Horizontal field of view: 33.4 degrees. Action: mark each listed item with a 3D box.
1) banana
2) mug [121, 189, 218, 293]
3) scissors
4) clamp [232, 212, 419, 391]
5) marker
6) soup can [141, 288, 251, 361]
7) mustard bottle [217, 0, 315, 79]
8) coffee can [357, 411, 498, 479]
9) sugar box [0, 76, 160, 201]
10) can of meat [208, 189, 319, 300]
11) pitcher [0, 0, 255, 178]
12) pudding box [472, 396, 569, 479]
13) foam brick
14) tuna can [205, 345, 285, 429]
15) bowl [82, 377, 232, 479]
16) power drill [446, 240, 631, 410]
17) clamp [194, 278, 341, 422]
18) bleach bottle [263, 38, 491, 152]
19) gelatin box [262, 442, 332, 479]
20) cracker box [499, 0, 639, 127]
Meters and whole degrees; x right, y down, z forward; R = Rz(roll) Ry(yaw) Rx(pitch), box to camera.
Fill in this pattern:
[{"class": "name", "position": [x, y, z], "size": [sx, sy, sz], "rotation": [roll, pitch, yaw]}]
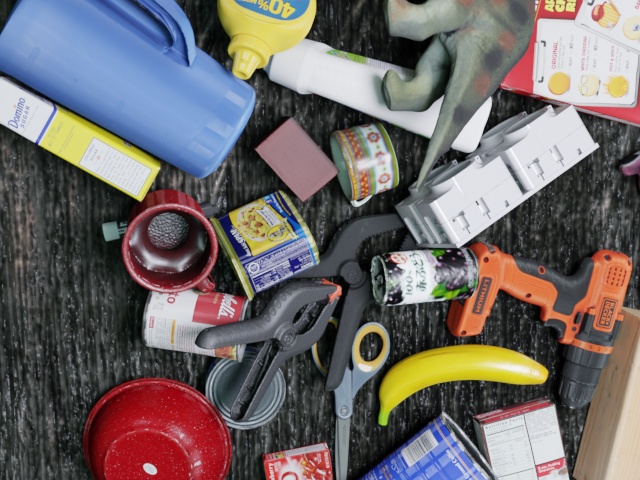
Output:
[{"class": "banana", "position": [0.142, 0.145, 1.155], "size": [0.198, 0.037, 0.069], "rotation": [-18, 118, 21]}, {"class": "mug", "position": [-0.146, 0.005, 1.078], "size": [0.093, 0.081, 0.117], "rotation": [-39, 111, 4]}, {"class": "scissors", "position": [0.043, 0.175, 1.181], "size": [0.096, 0.016, 0.202], "rotation": [-15, 100, -5]}, {"class": "clamp", "position": [0.034, 0.048, 1.145], "size": [0.210, 0.036, 0.164], "rotation": [-33, 90, -7]}, {"class": "marker", "position": [-0.168, -0.021, 1.121], "size": [0.121, 0.020, 0.020], "rotation": [-12, 100, -6]}, {"class": "soup can", "position": [-0.127, 0.085, 1.107], "size": [0.102, 0.068, 0.068], "rotation": [9, 97, 4]}, {"class": "mustard bottle", "position": [-0.049, -0.243, 1.050], "size": [0.096, 0.058, 0.191], "rotation": [19, 70, -3]}, {"class": "coffee can", "position": [0.109, 0.268, 1.153], "size": [0.140, 0.103, 0.103], "rotation": [-40, 102, 5]}, {"class": "sugar box", "position": [-0.245, -0.102, 1.060], "size": [0.176, 0.093, 0.048], "rotation": [32, 92, -12]}, {"class": "can of meat", "position": [-0.057, 0.001, 1.100], "size": [0.084, 0.102, 0.057], "rotation": [-26, 133, -7]}, {"class": "pitcher", "position": [-0.184, -0.171, 1.038], "size": [0.242, 0.149, 0.145], "rotation": [31, 90, -15]}, {"class": "pudding box", "position": [0.229, 0.242, 1.208], "size": [0.090, 0.039, 0.113], "rotation": [-14, 98, -5]}, {"class": "foam brick", "position": [-0.027, -0.085, 1.116], "size": [0.051, 0.053, 0.078], "rotation": [-43, 101, -1]}, {"class": "tuna can", "position": [-0.082, 0.157, 1.151], "size": [0.086, 0.034, 0.086], "rotation": [-1, 98, -8]}, {"class": "bowl", "position": [-0.176, 0.228, 1.119], "size": [0.162, 0.055, 0.162], "rotation": [1, 106, 2]}, {"class": "power drill", "position": [0.239, 0.086, 1.180], "size": [0.187, 0.057, 0.184], "rotation": [13, 96, -12]}, {"class": "clamp", "position": [-0.045, 0.104, 1.081], "size": [0.171, 0.039, 0.120], "rotation": [-30, 131, -28]}, {"class": "bleach bottle", "position": [0.046, -0.161, 1.103], "size": [0.251, 0.102, 0.068], "rotation": [18, 103, -2]}, {"class": "gelatin box", "position": [-0.021, 0.275, 1.179], "size": [0.073, 0.030, 0.089], "rotation": [-10, 99, -7]}, {"class": "cracker box", "position": [0.302, -0.217, 1.137], "size": [0.213, 0.072, 0.164], "rotation": [14, 95, -9]}]
